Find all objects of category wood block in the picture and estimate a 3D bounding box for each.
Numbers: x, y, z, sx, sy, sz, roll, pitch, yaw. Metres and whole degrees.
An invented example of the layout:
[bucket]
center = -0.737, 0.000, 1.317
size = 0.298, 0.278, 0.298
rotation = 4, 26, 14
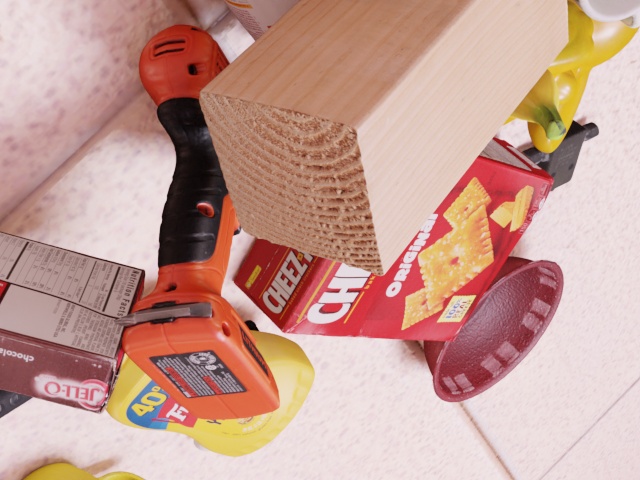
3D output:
[wood block]
center = 0.042, -0.090, 0.548
size = 0.205, 0.090, 0.091
rotation = -50, 141, -33

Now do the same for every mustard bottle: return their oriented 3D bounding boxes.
[mustard bottle]
center = -0.095, 0.088, 0.721
size = 0.096, 0.058, 0.191
rotation = -46, 137, 14

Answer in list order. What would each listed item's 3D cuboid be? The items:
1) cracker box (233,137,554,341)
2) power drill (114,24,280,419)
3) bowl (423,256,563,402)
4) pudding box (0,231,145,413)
[cracker box]
center = 0.063, -0.007, 0.797
size = 0.213, 0.072, 0.164
rotation = 8, 118, -50
[power drill]
center = -0.054, 0.001, 0.600
size = 0.057, 0.187, 0.184
rotation = -11, 147, 16
[bowl]
center = 0.147, 0.070, 0.977
size = 0.161, 0.055, 0.162
rotation = -28, 141, -26
[pudding box]
center = -0.153, 0.037, 0.550
size = 0.113, 0.090, 0.039
rotation = 17, 117, -7
